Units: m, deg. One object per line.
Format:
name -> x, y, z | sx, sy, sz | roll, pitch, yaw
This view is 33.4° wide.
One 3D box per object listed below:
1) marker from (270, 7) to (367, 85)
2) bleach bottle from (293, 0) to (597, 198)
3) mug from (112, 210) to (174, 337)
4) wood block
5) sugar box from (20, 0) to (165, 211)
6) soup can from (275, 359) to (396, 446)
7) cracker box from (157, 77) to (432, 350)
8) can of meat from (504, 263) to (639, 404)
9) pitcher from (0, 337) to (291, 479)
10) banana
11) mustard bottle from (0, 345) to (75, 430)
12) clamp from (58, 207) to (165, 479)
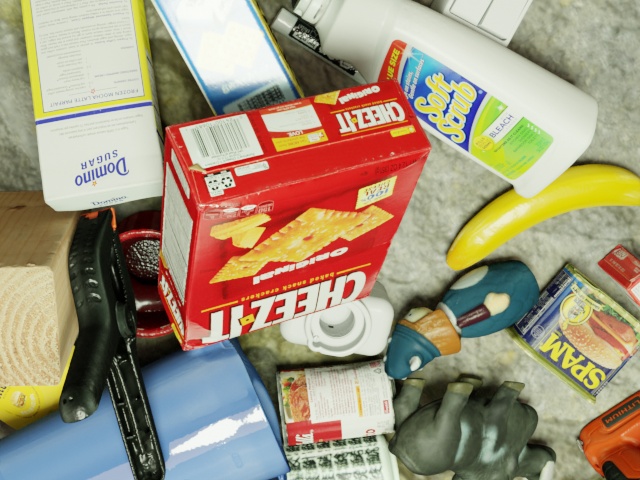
marker -> 0.014, -0.152, 0.884 | 0.121, 0.020, 0.020 | 31, 103, -13
bleach bottle -> 0.091, -0.130, 0.852 | 0.250, 0.068, 0.103 | 27, 143, -12
mug -> -0.136, 0.014, 0.893 | 0.093, 0.081, 0.117 | 36, 102, -14
wood block -> -0.233, 0.030, 0.826 | 0.090, 0.206, 0.090 | -1, 108, -4
sugar box -> -0.175, -0.115, 0.829 | 0.093, 0.048, 0.176 | -9, 80, 0
soup can -> 0.014, 0.144, 0.953 | 0.102, 0.068, 0.068 | -7, 108, -3
cracker box -> -0.027, -0.011, 0.766 | 0.164, 0.072, 0.214 | -15, 153, -18
can of meat -> 0.232, 0.082, 0.956 | 0.102, 0.057, 0.084 | 38, 99, -14
pitcher -> -0.150, 0.184, 0.883 | 0.242, 0.145, 0.149 | -24, 65, -4
banana -> 0.202, -0.026, 0.928 | 0.198, 0.037, 0.069 | -14, 108, 0
mustard bottle -> -0.299, 0.095, 0.918 | 0.191, 0.058, 0.096 | 30, 123, -11
clamp -> -0.157, 0.064, 0.774 | 0.036, 0.164, 0.210 | -13, 67, 3
